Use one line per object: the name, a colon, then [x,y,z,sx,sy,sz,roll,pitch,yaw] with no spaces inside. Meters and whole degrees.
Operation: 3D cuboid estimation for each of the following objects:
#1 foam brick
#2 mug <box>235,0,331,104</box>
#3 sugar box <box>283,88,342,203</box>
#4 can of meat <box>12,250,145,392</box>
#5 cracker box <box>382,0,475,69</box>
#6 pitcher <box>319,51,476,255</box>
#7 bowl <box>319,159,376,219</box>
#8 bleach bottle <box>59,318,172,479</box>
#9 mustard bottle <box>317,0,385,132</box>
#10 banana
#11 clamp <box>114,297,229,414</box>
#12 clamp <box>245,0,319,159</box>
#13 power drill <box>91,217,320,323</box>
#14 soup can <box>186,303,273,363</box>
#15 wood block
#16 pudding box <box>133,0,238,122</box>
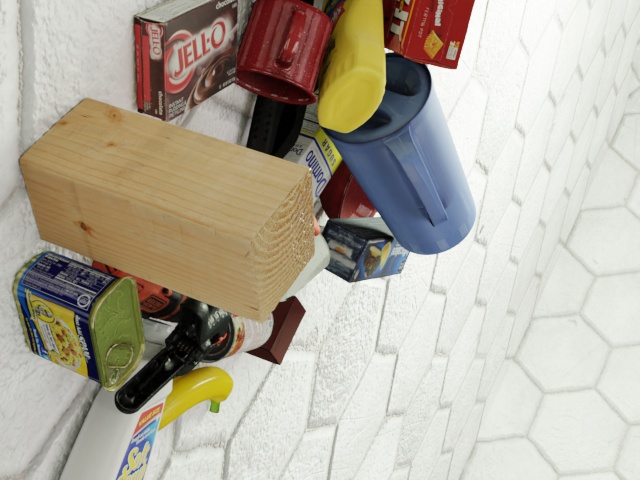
foam brick: [-0.061,0.102,1.292,0.078,0.051,0.053,-64,157,-19]
mug: [-0.035,-0.189,1.036,0.117,0.093,0.081,156,-49,-80]
sugar box: [0.004,-0.127,1.263,0.176,0.048,0.093,-60,156,-29]
can of meat: [-0.196,0.064,0.871,0.057,0.084,0.102,-51,152,-42]
cracker box: [0.097,-0.289,1.157,0.214,0.072,0.164,-132,-128,-64]
pitcher: [0.103,-0.084,1.236,0.149,0.145,0.242,-65,144,-27]
bowl: [0.043,-0.084,1.371,0.162,0.055,0.162,-50,156,-32]
bleach bottle: [-0.198,0.196,1.017,0.102,0.068,0.251,26,81,-70]
mustard bottle: [0.031,-0.210,1.103,0.096,0.058,0.191,123,-25,-49]
banana: [-0.140,0.173,1.174,0.197,0.037,0.069,4,103,-69]
clamp: [-0.129,0.102,0.973,0.120,0.039,0.171,-46,171,2]
clamp: [-0.033,-0.171,1.143,0.164,0.036,0.210,71,39,-57]
power drill: [-0.096,0.012,0.983,0.188,0.057,0.184,-31,160,7]
soup can: [-0.101,0.092,1.160,0.102,0.069,0.068,-7,115,-68]
wood block: [-0.115,-0.026,0.821,0.090,0.206,0.091,-53,153,-39]
pudding box: [-0.116,-0.166,0.935,0.113,0.039,0.090,-45,147,-50]
